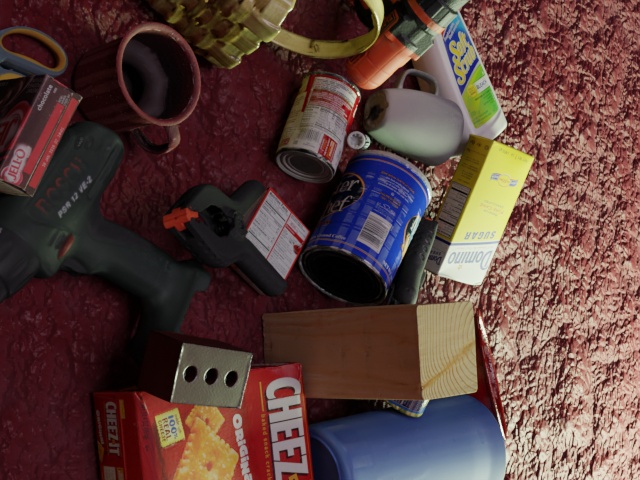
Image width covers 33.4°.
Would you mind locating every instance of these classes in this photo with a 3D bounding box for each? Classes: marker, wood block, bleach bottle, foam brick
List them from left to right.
[{"bbox_3d":[-0.108,0.111,0.917,0.078,0.051,0.053,13,90,-42],"label":"foam brick"},{"bbox_3d":[0.045,-0.111,1.190,0.121,0.020,0.020,-32,113,-82],"label":"marker"},{"bbox_3d":[0.046,0.111,1.072,0.090,0.207,0.090,1,85,-47],"label":"wood block"},{"bbox_3d":[0.148,-0.236,1.328,0.102,0.068,0.251,-38,109,-42],"label":"bleach bottle"}]

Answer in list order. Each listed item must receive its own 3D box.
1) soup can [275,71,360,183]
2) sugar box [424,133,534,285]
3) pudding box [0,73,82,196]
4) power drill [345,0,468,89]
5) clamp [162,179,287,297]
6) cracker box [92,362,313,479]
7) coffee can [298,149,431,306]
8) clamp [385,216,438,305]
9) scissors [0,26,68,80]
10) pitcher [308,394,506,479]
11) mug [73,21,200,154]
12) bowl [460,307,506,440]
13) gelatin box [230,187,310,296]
[{"bbox_3d":[-0.003,-0.122,1.150,0.068,0.069,0.102,37,60,-37],"label":"soup can"},{"bbox_3d":[0.191,-0.036,1.310,0.093,0.048,0.176,13,99,-44],"label":"sugar box"},{"bbox_3d":[-0.244,-0.083,0.850,0.039,0.114,0.090,32,76,-32],"label":"pudding box"},{"bbox_3d":[0.091,-0.273,1.166,0.057,0.185,0.187,36,27,-31],"label":"power drill"},{"bbox_3d":[-0.088,-0.019,1.005,0.171,0.039,0.120,31,39,-58],"label":"clamp"},{"bbox_3d":[-0.102,0.207,1.003,0.213,0.072,0.164,-3,87,-47],"label":"cracker box"},{"bbox_3d":[0.050,-0.014,1.167,0.102,0.103,0.140,48,54,-31],"label":"coffee can"},{"bbox_3d":[0.096,0.054,1.223,0.036,0.165,0.209,21,41,2],"label":"clamp"},{"bbox_3d":[-0.299,-0.149,0.883,0.201,0.016,0.096,4,83,-46],"label":"scissors"},{"bbox_3d":[0.082,0.249,1.146,0.242,0.149,0.145,0,98,-43],"label":"pitcher"},{"bbox_3d":[-0.165,-0.133,0.972,0.093,0.082,0.117,-40,113,-41],"label":"mug"},{"bbox_3d":[0.182,0.166,1.288,0.162,0.055,0.162,-13,90,-80],"label":"bowl"},{"bbox_3d":[-0.057,0.001,1.106,0.073,0.030,0.089,47,54,-30],"label":"gelatin box"}]
